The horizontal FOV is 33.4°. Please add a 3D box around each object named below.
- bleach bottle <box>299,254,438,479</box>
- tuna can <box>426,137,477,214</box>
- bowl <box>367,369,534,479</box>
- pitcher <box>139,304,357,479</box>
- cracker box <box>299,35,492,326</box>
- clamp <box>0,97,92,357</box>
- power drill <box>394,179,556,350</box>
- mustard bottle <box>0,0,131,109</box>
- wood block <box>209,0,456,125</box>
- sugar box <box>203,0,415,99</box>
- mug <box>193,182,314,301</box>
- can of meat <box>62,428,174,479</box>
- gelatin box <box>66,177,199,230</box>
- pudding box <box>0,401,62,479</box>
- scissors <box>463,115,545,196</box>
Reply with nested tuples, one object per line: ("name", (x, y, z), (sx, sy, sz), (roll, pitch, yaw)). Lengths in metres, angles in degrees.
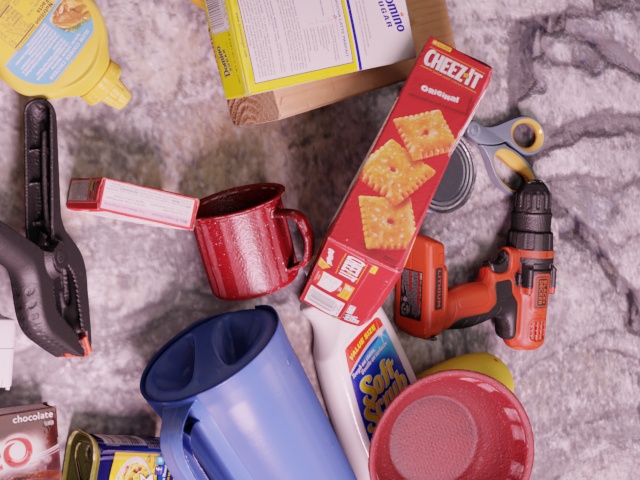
("bleach bottle", (0.038, 0.132, 1.033), (0.102, 0.068, 0.251), (-29, 104, -23))
("tuna can", (0.116, -0.070, 1.088), (0.085, 0.034, 0.086), (-2, 93, -32))
("bowl", (0.114, 0.194, 0.995), (0.162, 0.055, 0.162), (-1, 95, -14))
("pitcher", (-0.050, 0.192, 0.938), (0.149, 0.145, 0.243), (-33, 112, -14))
("cracker box", (0.066, -0.045, 0.940), (0.072, 0.164, 0.213), (27, 67, 2))
("clamp", (-0.224, 0.015, 0.830), (0.164, 0.036, 0.210), (-68, 154, -59))
("power drill", (0.168, 0.028, 1.108), (0.187, 0.057, 0.184), (-1, 95, -32))
("mustard bottle", (-0.229, -0.169, 0.849), (0.191, 0.058, 0.096), (39, 84, -28))
("wood block", (0.015, -0.177, 0.986), (0.205, 0.090, 0.091), (-21, 102, -30))
("sugar box", (-0.006, -0.180, 0.893), (0.175, 0.048, 0.093), (-17, 100, -34))
("mug", (-0.056, 0.001, 0.939), (0.093, 0.117, 0.081), (-40, 120, -55))
("can of meat", (-0.172, 0.215, 0.906), (0.083, 0.058, 0.102), (10, 88, -35))
("gelatin box", (-0.157, -0.032, 0.893), (0.089, 0.073, 0.030), (12, 86, -32))
("pudding box", (-0.267, 0.182, 0.855), (0.113, 0.039, 0.090), (-6, 95, -32))
("scissors", (0.173, -0.127, 1.130), (0.201, 0.016, 0.096), (44, 72, -27))
